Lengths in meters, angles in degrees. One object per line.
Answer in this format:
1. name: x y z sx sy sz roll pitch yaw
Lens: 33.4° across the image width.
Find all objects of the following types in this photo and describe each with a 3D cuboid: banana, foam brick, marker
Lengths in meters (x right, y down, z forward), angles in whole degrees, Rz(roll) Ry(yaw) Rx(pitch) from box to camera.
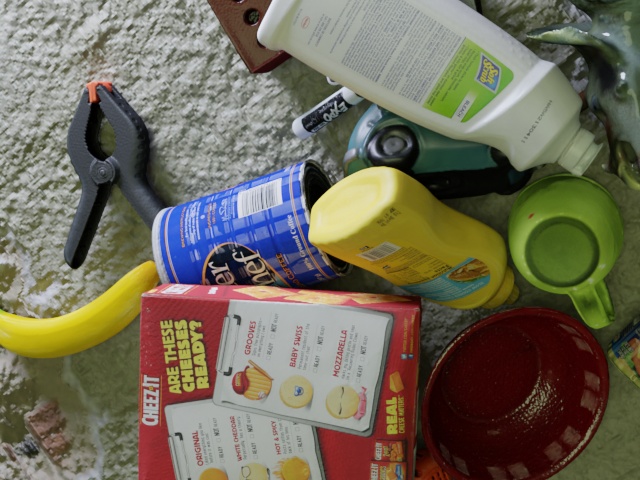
1. banana: -0.232 0.071 0.997 0.198 0.037 0.069 -12 97 17
2. foam brick: -0.050 -0.186 0.893 0.053 0.051 0.078 -31 90 18
3. marker: 0.015 -0.112 0.870 0.121 0.020 0.020 -26 92 55

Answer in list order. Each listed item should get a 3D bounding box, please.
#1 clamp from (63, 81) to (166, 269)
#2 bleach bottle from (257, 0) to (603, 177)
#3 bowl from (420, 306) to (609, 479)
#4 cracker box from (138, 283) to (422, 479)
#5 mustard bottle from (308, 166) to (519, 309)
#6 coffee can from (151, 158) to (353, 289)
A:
1. clamp: -0.196 -0.054 0.965 0.120 0.039 0.171 -16 89 13
2. bleach bottle: 0.084 -0.120 0.767 0.251 0.068 0.103 35 115 7
3. bowl: 0.150 0.120 0.869 0.162 0.055 0.162 -4 109 -13
4. cracker box: -0.030 0.121 0.838 0.214 0.072 0.164 3 96 7
5. mustard bottle: 0.090 0.010 0.842 0.096 0.191 0.058 -27 47 42
6. coffee can: -0.056 0.001 0.901 0.140 0.102 0.103 -18 94 18
